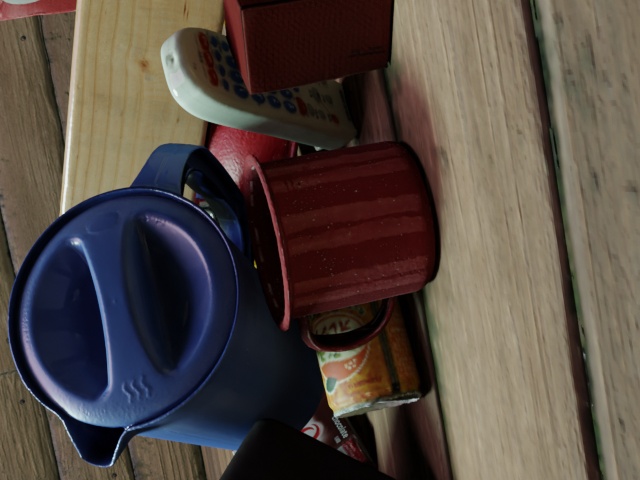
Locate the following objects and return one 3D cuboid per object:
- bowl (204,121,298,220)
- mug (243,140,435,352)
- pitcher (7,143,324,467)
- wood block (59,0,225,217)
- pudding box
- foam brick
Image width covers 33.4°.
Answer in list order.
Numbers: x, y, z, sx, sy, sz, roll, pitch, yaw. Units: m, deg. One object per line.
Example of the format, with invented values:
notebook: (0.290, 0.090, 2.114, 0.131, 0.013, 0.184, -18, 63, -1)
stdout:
bowl: (-0.053, -0.078, 0.742, 0.162, 0.055, 0.162, -174, 90, -79)
mug: (0.011, 0.005, 0.561, 0.093, 0.081, 0.117, -130, 30, -67)
pitcher: (-0.074, 0.056, 0.669, 0.145, 0.149, 0.242, 53, -178, 22)
wood block: (-0.121, -0.094, 0.718, 0.091, 0.090, 0.206, -97, 17, -55)
pudding box: (-0.017, 0.160, 0.815, 0.039, 0.090, 0.114, 54, 178, -25)
foam brick: (-0.008, -0.116, 0.545, 0.053, 0.078, 0.051, 90, 162, -45)
